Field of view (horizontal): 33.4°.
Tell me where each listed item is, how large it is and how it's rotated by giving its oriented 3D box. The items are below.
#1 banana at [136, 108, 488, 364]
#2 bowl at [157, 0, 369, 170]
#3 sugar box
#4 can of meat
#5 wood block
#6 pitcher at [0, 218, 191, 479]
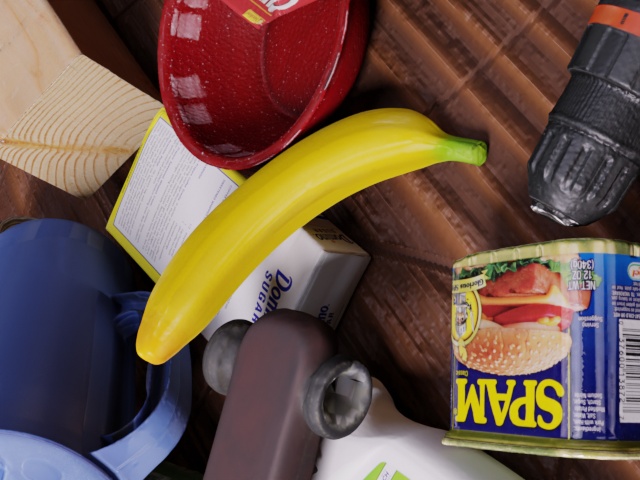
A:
[{"bbox_3d":[-0.016,-0.014,0.537,0.198,0.037,0.070,-34,35,-1],"label":"banana"},{"bbox_3d":[-0.024,-0.117,0.601,0.162,0.055,0.162,-6,81,45],"label":"bowl"},{"bbox_3d":[-0.054,0.001,0.628,0.176,0.048,0.093,41,113,37],"label":"sugar box"},{"bbox_3d":[0.097,0.046,0.448,0.102,0.057,0.084,-12,74,60],"label":"can of meat"},{"bbox_3d":[-0.203,-0.137,0.749,0.090,0.090,0.206,-45,54,11],"label":"wood block"},{"bbox_3d":[-0.158,0.083,0.618,0.243,0.149,0.145,-99,23,-59],"label":"pitcher"}]
